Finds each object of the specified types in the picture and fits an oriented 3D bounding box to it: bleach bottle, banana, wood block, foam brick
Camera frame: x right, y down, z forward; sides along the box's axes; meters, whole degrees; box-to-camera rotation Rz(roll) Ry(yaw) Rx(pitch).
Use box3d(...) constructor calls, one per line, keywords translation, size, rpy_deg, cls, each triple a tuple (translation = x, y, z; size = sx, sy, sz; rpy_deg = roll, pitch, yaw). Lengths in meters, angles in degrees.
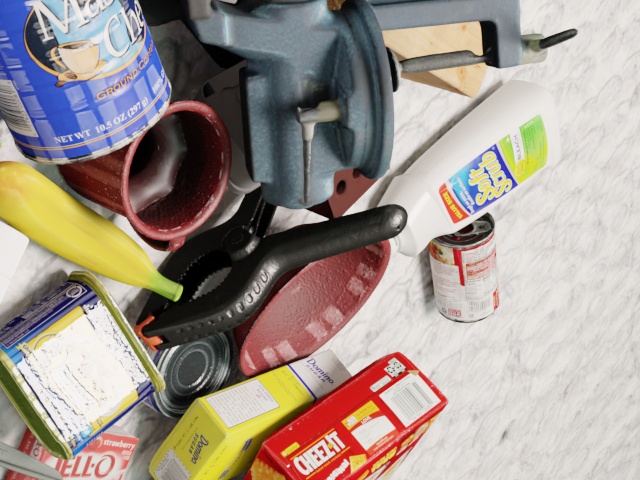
box3d(translation=(0.135, -0.055, 1.035), size=(0.250, 0.068, 0.102), rpy_deg=(-39, 133, -28), cls="bleach bottle")
box3d(translation=(-0.161, -0.011, 0.689), size=(0.197, 0.070, 0.037), rpy_deg=(41, 63, -57), cls="banana")
box3d(translation=(0.055, -0.192, 0.845), size=(0.205, 0.091, 0.090), rpy_deg=(17, 94, -52), cls="wood block")
box3d(translation=(0.013, -0.064, 0.890), size=(0.078, 0.051, 0.053), rpy_deg=(-46, 138, -26), cls="foam brick")

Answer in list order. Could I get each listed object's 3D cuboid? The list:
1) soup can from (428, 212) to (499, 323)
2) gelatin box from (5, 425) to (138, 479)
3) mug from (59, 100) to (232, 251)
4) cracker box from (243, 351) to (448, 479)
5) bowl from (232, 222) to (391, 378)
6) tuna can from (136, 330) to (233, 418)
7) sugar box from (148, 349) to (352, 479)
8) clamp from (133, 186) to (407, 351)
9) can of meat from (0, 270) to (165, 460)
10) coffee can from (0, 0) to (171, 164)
box3d(translation=(0.146, 0.025, 1.083), size=(0.068, 0.069, 0.102), rpy_deg=(-38, 134, -32), cls="soup can")
box3d(translation=(-0.185, 0.169, 0.786), size=(0.089, 0.030, 0.073), rpy_deg=(26, 87, -53), cls="gelatin box")
box3d(translation=(-0.118, -0.046, 0.716), size=(0.093, 0.082, 0.117), rpy_deg=(-36, 132, -35), cls="mug")
box3d(translation=(0.000, 0.206, 0.925), size=(0.163, 0.072, 0.214), rpy_deg=(-30, 158, -36), cls="cracker box")
box3d(translation=(-0.019, 0.038, 0.875), size=(0.162, 0.055, 0.162), rpy_deg=(-36, 156, -19), cls="bowl")
box3d(translation=(-0.109, 0.096, 0.838), size=(0.085, 0.034, 0.086), rpy_deg=(-26, 126, -41), cls="tuna can")
box3d(translation=(-0.053, 0.152, 0.885), size=(0.175, 0.048, 0.093), rpy_deg=(-11, 144, -51), cls="sugar box")
box3d(translation=(-0.055, 0.001, 0.805), size=(0.210, 0.165, 0.036), rpy_deg=(-36, 132, -2), cls="clamp")
box3d(translation=(-0.169, 0.086, 0.724), size=(0.083, 0.058, 0.102), rpy_deg=(-39, 111, -28), cls="can of meat")
box3d(translation=(-0.156, -0.130, 0.612), size=(0.102, 0.103, 0.140), rpy_deg=(-44, 137, -28), cls="coffee can")
